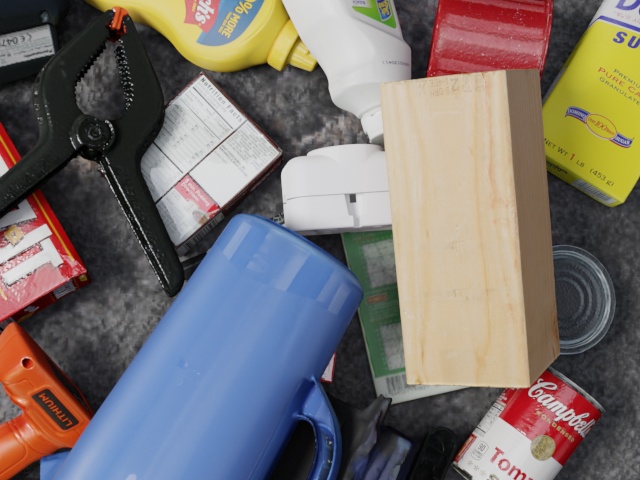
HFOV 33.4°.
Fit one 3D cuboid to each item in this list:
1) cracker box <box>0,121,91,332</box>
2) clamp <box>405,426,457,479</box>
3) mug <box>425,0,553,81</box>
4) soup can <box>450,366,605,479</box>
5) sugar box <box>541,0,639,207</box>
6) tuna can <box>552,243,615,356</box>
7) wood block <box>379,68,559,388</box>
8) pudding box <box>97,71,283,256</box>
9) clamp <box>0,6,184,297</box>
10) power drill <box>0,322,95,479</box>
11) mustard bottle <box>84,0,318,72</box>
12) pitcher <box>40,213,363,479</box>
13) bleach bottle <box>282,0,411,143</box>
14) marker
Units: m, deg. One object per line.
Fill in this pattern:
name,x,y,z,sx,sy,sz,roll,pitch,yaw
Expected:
cracker box,-0.300,0.010,0.769,0.213,0.072,0.164,-31,88,-13
clamp,0.056,0.225,0.753,0.039,0.120,0.171,26,104,-4
mug,0.126,-0.156,0.807,0.081,0.093,0.117,10,66,3
soup can,0.152,0.146,0.791,0.068,0.068,0.102,38,86,1
sugar box,0.235,-0.123,0.825,0.093,0.048,0.176,32,86,1
tuna can,0.178,0.045,0.809,0.086,0.034,0.086,1,84,-12
wood block,0.105,-0.011,0.739,0.090,0.090,0.206,-2,98,26
pudding box,-0.098,-0.058,0.813,0.113,0.039,0.090,-43,86,-7
clamp,-0.155,-0.064,0.766,0.164,0.036,0.210,20,72,-16
power drill,-0.264,0.143,0.742,0.187,0.057,0.184,-37,132,-6
mustard bottle,-0.085,-0.184,0.813,0.191,0.058,0.096,30,80,0
pitcher,-0.064,0.112,0.724,0.149,0.145,0.243,35,81,-23
bleach bottle,0.005,-0.192,0.788,0.102,0.068,0.251,-9,77,-45
marker,-0.055,0.001,0.819,0.121,0.020,0.020,-27,87,-4
